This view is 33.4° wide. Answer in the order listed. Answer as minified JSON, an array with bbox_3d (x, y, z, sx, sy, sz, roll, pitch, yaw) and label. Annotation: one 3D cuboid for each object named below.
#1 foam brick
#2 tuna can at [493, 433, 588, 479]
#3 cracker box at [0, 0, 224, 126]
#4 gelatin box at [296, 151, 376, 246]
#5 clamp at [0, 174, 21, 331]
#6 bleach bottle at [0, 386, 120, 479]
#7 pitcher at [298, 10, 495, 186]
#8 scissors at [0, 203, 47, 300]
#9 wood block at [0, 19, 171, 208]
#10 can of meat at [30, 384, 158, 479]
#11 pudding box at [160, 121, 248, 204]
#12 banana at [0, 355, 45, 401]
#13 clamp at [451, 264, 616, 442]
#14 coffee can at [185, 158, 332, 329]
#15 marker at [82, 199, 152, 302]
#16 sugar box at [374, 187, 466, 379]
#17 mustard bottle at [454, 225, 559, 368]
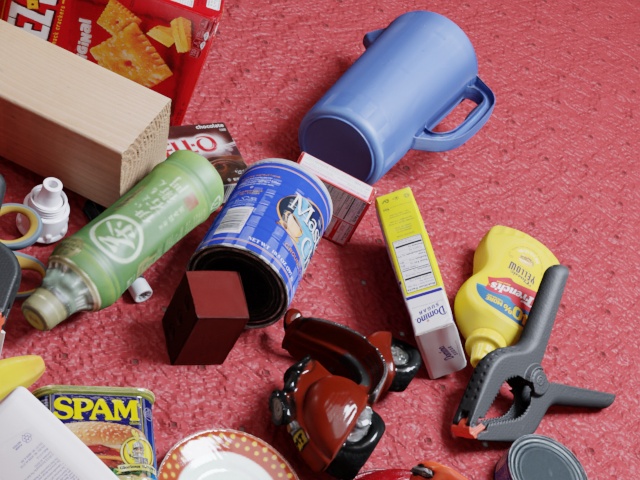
[{"bbox_3d":[-0.104,0.070,0.962,0.051,0.078,0.053,4,49,-27],"label":"foam brick"},{"bbox_3d":[0.208,0.228,1.009,0.086,0.034,0.086,15,45,-15],"label":"tuna can"},{"bbox_3d":[-0.224,-0.213,1.102,0.213,0.164,0.072,16,43,-14],"label":"cracker box"},{"bbox_3d":[0.005,-0.043,1.128,0.089,0.073,0.030,26,43,-3],"label":"gelatin box"},{"bbox_3d":[-0.293,0.005,0.897,0.120,0.039,0.172,-29,63,-27],"label":"clamp"},{"bbox_3d":[-0.165,0.227,0.765,0.102,0.068,0.251,-43,97,-8],"label":"bleach bottle"},{"bbox_3d":[0.086,-0.156,1.239,0.242,0.149,0.145,-48,117,-43],"label":"pitcher"},{"bbox_3d":[-0.333,-0.004,0.937,0.201,0.016,0.096,17,70,-12],"label":"scissors"},{"bbox_3d":[-0.258,-0.122,1.027,0.206,0.090,0.090,25,51,8],"label":"wood block"},{"bbox_3d":[-0.181,0.166,0.849,0.102,0.058,0.084,6,51,-22],"label":"can of meat"},{"bbox_3d":[-0.137,-0.077,1.112,0.113,0.039,0.090,-8,54,-32],"label":"pudding box"},{"bbox_3d":[-0.286,0.154,0.816,0.069,0.037,0.197,26,47,-2],"label":"banana"},{"bbox_3d":[0.205,0.127,1.060,0.209,0.036,0.164,-23,99,-34],"label":"clamp"},{"bbox_3d":[-0.057,0.001,1.033,0.103,0.103,0.140,28,43,-2],"label":"coffee can"},{"bbox_3d":[-0.195,0.007,1.017,0.020,0.020,0.121,-15,58,-37],"label":"marker"},{"bbox_3d":[0.101,0.042,1.083,0.048,0.093,0.176,-20,53,3],"label":"sugar box"},{"bbox_3d":[0.193,0.069,1.133,0.096,0.058,0.191,34,43,-2],"label":"mustard bottle"}]
